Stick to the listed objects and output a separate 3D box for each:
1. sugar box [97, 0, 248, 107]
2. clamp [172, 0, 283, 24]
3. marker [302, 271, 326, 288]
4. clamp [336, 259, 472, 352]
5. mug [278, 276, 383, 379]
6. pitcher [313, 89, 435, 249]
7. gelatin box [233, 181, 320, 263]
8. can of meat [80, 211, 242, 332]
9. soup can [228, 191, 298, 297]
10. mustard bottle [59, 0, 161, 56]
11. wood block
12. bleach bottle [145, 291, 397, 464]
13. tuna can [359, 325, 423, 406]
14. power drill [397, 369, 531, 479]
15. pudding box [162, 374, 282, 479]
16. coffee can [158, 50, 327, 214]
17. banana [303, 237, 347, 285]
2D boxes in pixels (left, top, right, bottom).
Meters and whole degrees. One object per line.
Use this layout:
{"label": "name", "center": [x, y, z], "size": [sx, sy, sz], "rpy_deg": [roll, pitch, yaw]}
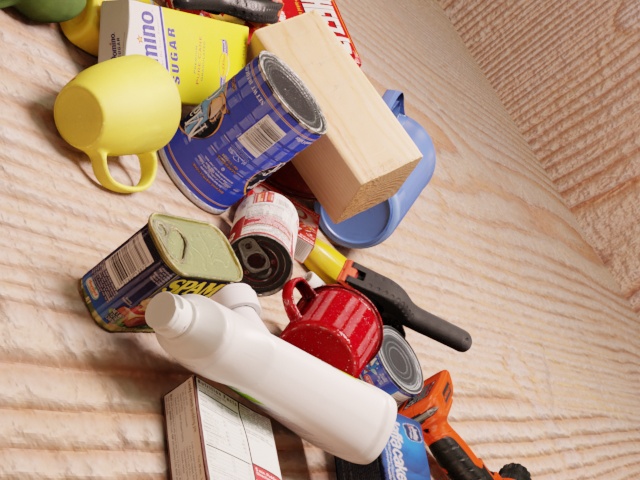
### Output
{"label": "sugar box", "center": [-0.146, -0.185, 1.084], "size": [0.175, 0.048, 0.093], "rpy_deg": [-3, 98, -56]}
{"label": "clamp", "center": [-0.119, -0.269, 1.177], "size": [0.209, 0.036, 0.165], "rpy_deg": [7, 21, -37]}
{"label": "marker", "center": [0.024, 0.077, 1.181], "size": [0.121, 0.020, 0.020], "rpy_deg": [43, 22, -28]}
{"label": "clamp", "center": [0.088, 0.079, 1.182], "size": [0.171, 0.120, 0.039], "rpy_deg": [42, 55, -40]}
{"label": "mug", "center": [0.000, 0.088, 1.000], "size": [0.117, 0.093, 0.081], "rpy_deg": [61, 23, -10]}
{"label": "pitcher", "center": [0.070, -0.088, 1.386], "size": [0.149, 0.145, 0.242], "rpy_deg": [54, 22, -9]}
{"label": "gelatin box", "center": [-0.046, -0.024, 1.140], "size": [0.089, 0.030, 0.073], "rpy_deg": [31, 26, -11]}
{"label": "can of meat", "center": [-0.124, 0.028, 0.830], "size": [0.057, 0.084, 0.102], "rpy_deg": [61, 21, 19]}
{"label": "soup can", "center": [-0.057, 0.001, 1.051], "size": [0.068, 0.069, 0.102], "rpy_deg": [47, 20, -19]}
{"label": "mustard bottle", "center": [-0.188, -0.213, 1.121], "size": [0.191, 0.058, 0.096], "rpy_deg": [27, 44, -52]}
{"label": "wood block", "center": [0.007, -0.135, 1.159], "size": [0.090, 0.091, 0.206], "rpy_deg": [-26, 74, -29]}
{"label": "bleach bottle", "center": [-0.042, 0.104, 0.844], "size": [0.103, 0.068, 0.250], "rpy_deg": [15, -16, 40]}
{"label": "tuna can", "center": [0.074, 0.136, 1.159], "size": [0.086, 0.034, 0.086], "rpy_deg": [40, 31, -30]}
{"label": "power drill", "center": [0.167, 0.238, 1.177], "size": [0.187, 0.057, 0.184], "rpy_deg": [54, 20, 1]}
{"label": "pudding box", "center": [-0.070, 0.166, 0.791], "size": [0.090, 0.039, 0.113], "rpy_deg": [37, 23, -36]}
{"label": "coffee can", "center": [-0.079, -0.107, 1.074], "size": [0.102, 0.140, 0.103], "rpy_deg": [45, 22, -23]}
{"label": "banana", "center": [0.031, 0.038, 1.235], "size": [0.197, 0.037, 0.069], "rpy_deg": [37, 26, -38]}
